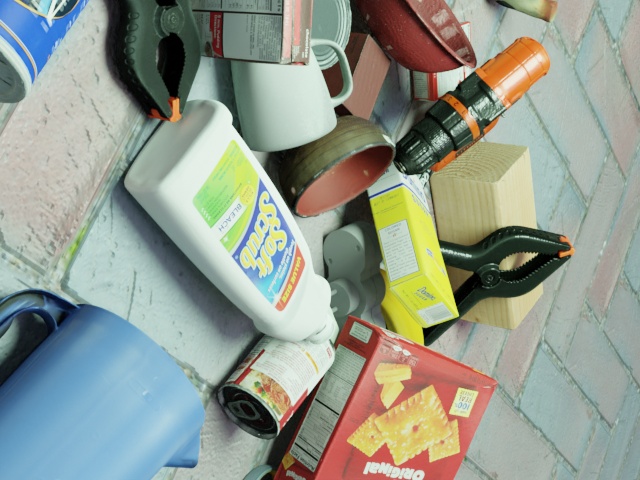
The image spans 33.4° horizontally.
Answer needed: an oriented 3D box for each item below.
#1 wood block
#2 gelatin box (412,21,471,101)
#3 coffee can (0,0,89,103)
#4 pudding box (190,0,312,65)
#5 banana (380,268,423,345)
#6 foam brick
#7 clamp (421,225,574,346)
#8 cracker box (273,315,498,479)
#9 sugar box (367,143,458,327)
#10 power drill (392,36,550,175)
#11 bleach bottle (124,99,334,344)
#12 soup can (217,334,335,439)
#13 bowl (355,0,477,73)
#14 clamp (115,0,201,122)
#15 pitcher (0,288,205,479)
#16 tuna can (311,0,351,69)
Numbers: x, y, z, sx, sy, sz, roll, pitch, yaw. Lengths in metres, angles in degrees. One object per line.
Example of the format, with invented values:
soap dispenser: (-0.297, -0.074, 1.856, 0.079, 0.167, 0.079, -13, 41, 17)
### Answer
wood block: (0.203, -0.007, 1.284, 0.090, 0.090, 0.206, -43, 132, -41)
gelatin box: (0.135, -0.200, 1.184, 0.089, 0.030, 0.073, -30, 122, -47)
coffee can: (-0.193, -0.172, 0.667, 0.140, 0.103, 0.102, -63, 142, -22)
pudding box: (-0.057, -0.187, 0.845, 0.039, 0.114, 0.090, -10, 108, -50)
banana: (0.083, 0.095, 1.190, 0.069, 0.037, 0.198, -46, 134, -38)
foam brick: (0.025, -0.154, 1.022, 0.051, 0.053, 0.078, 39, 68, -52)
clamp: (0.180, 0.027, 1.208, 0.036, 0.210, 0.164, -104, 170, -54)
cracker box: (0.061, 0.203, 1.059, 0.164, 0.072, 0.214, 26, 88, -32)
sugar box: (0.089, -0.008, 1.082, 0.093, 0.048, 0.176, 49, 26, -49)
power drill: (0.141, -0.121, 1.094, 0.184, 0.057, 0.188, -38, 179, -5)
bleach bottle: (-0.056, 0.001, 0.911, 0.102, 0.068, 0.250, -57, 132, -22)
soup can: (-0.040, 0.126, 1.000, 0.102, 0.069, 0.068, -49, 135, -36)
bowl: (0.084, -0.219, 1.044, 0.162, 0.055, 0.162, 44, 24, -25)
clamp: (-0.119, -0.180, 0.823, 0.120, 0.039, 0.171, -31, 130, -35)
pitcher: (-0.210, 0.160, 0.734, 0.242, 0.149, 0.145, -47, 150, -32)
tuna can: (-0.010, -0.201, 0.977, 0.085, 0.034, 0.086, -21, 116, -51)
